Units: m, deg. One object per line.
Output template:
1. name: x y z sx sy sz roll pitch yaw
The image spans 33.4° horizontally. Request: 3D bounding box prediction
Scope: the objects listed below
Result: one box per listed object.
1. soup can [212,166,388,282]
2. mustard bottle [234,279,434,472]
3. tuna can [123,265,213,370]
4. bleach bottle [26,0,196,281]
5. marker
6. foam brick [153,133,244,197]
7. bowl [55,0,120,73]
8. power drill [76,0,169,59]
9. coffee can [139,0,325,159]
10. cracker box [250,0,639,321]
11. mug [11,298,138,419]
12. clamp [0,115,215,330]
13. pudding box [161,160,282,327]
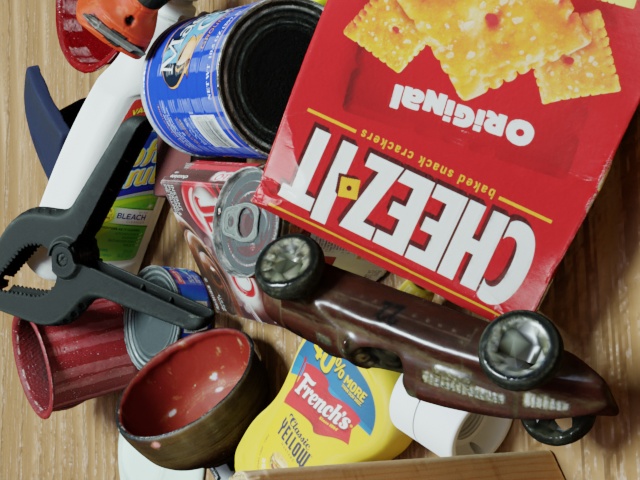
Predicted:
1. soup can: -0.008 -0.007 0.673 0.069 0.102 0.068 -9 78 49
2. mustard bottle: 0.017 0.101 0.664 0.096 0.058 0.192 52 123 39
3. tuna can: -0.122 0.064 0.855 0.086 0.033 0.086 -9 78 50
4. bleach bottle: -0.160 -0.085 0.866 0.068 0.102 0.251 47 122 45
5. marker: -0.089 0.147 0.810 0.121 0.020 0.020 52 123 37
6. foam brick: -0.092 -0.070 0.823 0.051 0.052 0.078 -2 85 50
7. bowl: -0.172 -0.222 0.936 0.162 0.055 0.162 -9 78 49
8. power drill: -0.089 -0.227 0.728 0.188 0.057 0.184 -39 34 31
9. coffee can: -0.050 -0.106 0.719 0.141 0.102 0.103 11 93 61
10. cracker box: 0.078 -0.084 0.546 0.164 0.072 0.214 26 108 12
11. mug: -0.208 0.104 0.908 0.093 0.081 0.117 51 140 35
12. clamp: -0.181 0.020 0.822 0.210 0.036 0.164 -26 84 25
13. pudding box: -0.055 0.001 0.738 0.090 0.039 0.113 8 128 52
